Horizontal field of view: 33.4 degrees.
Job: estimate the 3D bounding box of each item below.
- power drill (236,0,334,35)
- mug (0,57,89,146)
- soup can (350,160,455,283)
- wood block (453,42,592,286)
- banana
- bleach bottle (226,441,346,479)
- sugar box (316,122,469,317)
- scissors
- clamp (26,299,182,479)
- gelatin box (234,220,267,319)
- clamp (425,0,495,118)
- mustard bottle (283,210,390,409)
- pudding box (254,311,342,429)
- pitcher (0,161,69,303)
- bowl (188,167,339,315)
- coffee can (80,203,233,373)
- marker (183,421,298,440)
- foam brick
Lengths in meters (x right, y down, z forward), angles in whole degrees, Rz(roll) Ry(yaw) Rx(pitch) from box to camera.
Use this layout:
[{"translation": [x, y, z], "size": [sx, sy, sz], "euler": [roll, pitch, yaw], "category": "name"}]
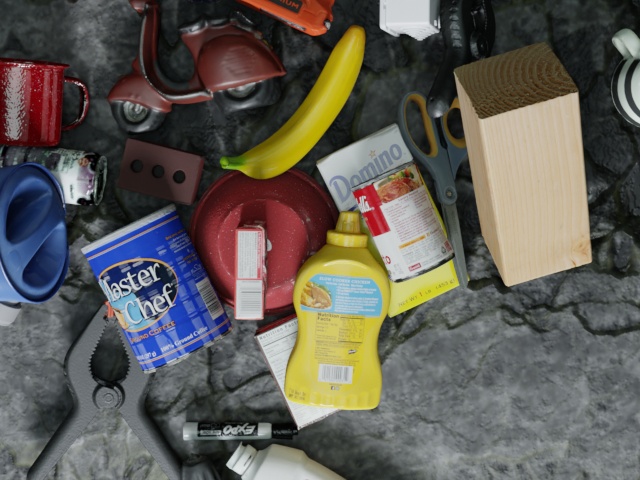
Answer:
[{"translation": [-0.020, -0.313, 1.054], "size": [0.184, 0.057, 0.188], "euler": [25, 96, -2], "category": "power drill"}, {"translation": [-0.289, -0.138, 1.068], "size": [0.117, 0.093, 0.081], "euler": [-2, 103, -36], "category": "mug"}, {"translation": [0.080, -0.018, 1.031], "size": [0.068, 0.068, 0.102], "euler": [-24, 93, 3], "category": "soup can"}, {"translation": [0.193, -0.069, 1.008], "size": [0.091, 0.090, 0.206], "euler": [-17, 131, 1], "category": "wood block"}, {"translation": [-0.014, -0.127, 1.070], "size": [0.037, 0.069, 0.197], "euler": [39, 83, 26], "category": "banana"}, {"translation": [0.008, 0.299, 1.114], "size": [0.251, 0.068, 0.102], "euler": [34, 95, 0], "category": "bleach bottle"}, {"translation": [0.073, -0.021, 1.088], "size": [0.093, 0.048, 0.176], "euler": [-26, 96, 3], "category": "sugar box"}, {"translation": [0.139, -0.060, 1.075], "size": [0.096, 0.016, 0.202], "euler": [-25, 93, -26], "category": "scissors"}, {"translation": [-0.211, 0.167, 1.115], "size": [0.164, 0.036, 0.210], "euler": [8, 92, -10], "category": "clamp"}, {"translation": [-0.066, 0.027, 1.024], "size": [0.030, 0.073, 0.089], "euler": [1, 95, -1], "category": "gelatin box"}, {"translation": [0.138, -0.184, 1.043], "size": [0.039, 0.120, 0.171], "euler": [-7, 86, 32], "category": "clamp"}, {"translation": [0.019, 0.066, 1.051], "size": [0.096, 0.058, 0.192], "euler": [5, 96, -1], "category": "mustard bottle"}, {"translation": [-0.006, 0.127, 1.108], "size": [0.090, 0.039, 0.113], "euler": [-24, 93, 3], "category": "pudding box"}, {"translation": [-0.379, -0.002, 1.027], "size": [0.243, 0.145, 0.149], "euler": [-3, 141, 17], "category": "pitcher"}, {"translation": [-0.057, 0.001, 1.088], "size": [0.162, 0.055, 0.162], "euler": [0, 96, 0], "category": "bowl"}, {"translation": [-0.163, 0.047, 1.070], "size": [0.103, 0.103, 0.140], "euler": [-25, 95, 3], "category": "coffee can"}, {"translation": [-0.084, 0.201, 1.125], "size": [0.121, 0.020, 0.020], "euler": [0, 96, 0], "category": "marker"}, {"translation": [-0.161, -0.071, 1.083], "size": [0.078, 0.051, 0.053], "euler": [13, 95, 0], "category": "foam brick"}]
